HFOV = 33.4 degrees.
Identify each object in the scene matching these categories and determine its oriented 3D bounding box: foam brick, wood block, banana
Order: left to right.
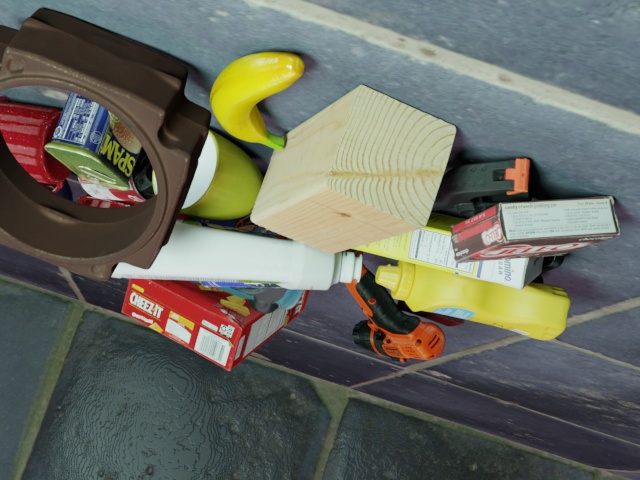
[{"bbox_3d":[-0.055,-0.118,0.871,0.069,0.037,0.198,4,169,-5],"label":"banana"},{"bbox_3d":[0.021,-0.053,0.916,0.090,0.090,0.206,22,167,-16],"label":"wood block"},{"bbox_3d":[0.146,0.073,1.370,0.078,0.053,0.051,19,168,-10],"label":"foam brick"}]

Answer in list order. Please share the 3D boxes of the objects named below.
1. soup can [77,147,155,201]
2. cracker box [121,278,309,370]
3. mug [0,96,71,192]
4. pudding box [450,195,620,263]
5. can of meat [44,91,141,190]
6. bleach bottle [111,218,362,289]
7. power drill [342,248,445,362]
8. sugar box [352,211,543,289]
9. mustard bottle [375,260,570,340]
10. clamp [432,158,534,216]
[{"bbox_3d":[-0.212,-0.077,1.173,0.102,0.068,0.068,5,162,42],"label":"soup can"},{"bbox_3d":[-0.128,0.067,1.384,0.164,0.072,0.213,26,-154,16],"label":"cracker box"},{"bbox_3d":[-0.313,-0.096,1.159,0.082,0.093,0.117,9,133,17],"label":"mug"},{"bbox_3d":[0.180,-0.008,0.905,0.113,0.039,0.090,-6,171,-21],"label":"pudding box"},{"bbox_3d":[-0.206,-0.105,1.012,0.057,0.084,0.102,13,167,18],"label":"can of meat"},{"bbox_3d":[-0.086,0.015,1.052,0.250,0.068,0.102,6,180,-4],"label":"bleach bottle"},{"bbox_3d":[0.054,0.077,1.352,0.187,0.057,0.185,47,157,-19],"label":"power drill"},{"bbox_3d":[0.125,0.001,1.042,0.176,0.048,0.093,11,-168,21],"label":"sugar box"},{"bbox_3d":[0.150,0.055,1.092,0.191,0.058,0.096,13,177,-9],"label":"mustard bottle"},{"bbox_3d":[0.121,-0.041,0.928,0.120,0.039,0.172,0,168,-13],"label":"clamp"}]
